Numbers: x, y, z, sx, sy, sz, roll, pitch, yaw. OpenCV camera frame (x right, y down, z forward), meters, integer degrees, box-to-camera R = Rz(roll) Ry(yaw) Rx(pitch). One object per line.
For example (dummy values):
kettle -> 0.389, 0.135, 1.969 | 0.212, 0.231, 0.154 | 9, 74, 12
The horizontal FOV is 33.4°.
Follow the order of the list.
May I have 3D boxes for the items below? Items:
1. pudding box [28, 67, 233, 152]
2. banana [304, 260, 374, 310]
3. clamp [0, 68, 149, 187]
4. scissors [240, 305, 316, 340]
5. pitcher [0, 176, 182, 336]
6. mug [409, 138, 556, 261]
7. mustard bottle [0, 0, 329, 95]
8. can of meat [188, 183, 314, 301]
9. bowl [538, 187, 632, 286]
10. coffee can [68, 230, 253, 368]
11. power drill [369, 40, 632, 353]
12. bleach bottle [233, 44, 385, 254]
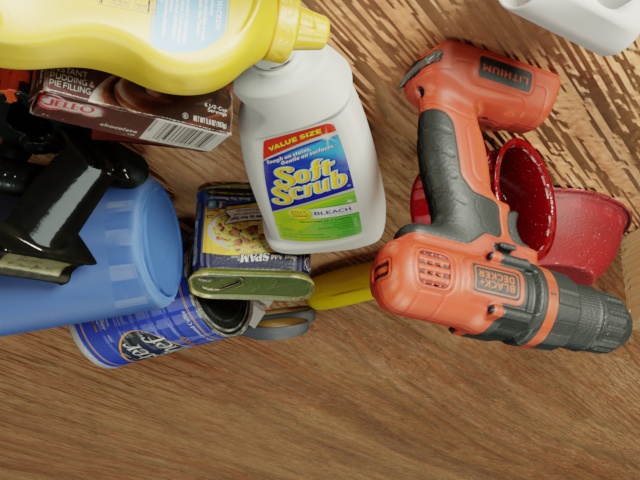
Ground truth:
pudding box -> -0.106, -0.106, 0.619 | 0.113, 0.090, 0.039 | 12, 157, -27
banana -> 0.047, 0.038, 1.040 | 0.198, 0.037, 0.069 | -16, -178, 41
clamp -> -0.204, -0.078, 0.761 | 0.120, 0.039, 0.171 | -7, 156, 9
scissors -> -0.097, 0.093, 1.078 | 0.201, 0.016, 0.096 | -10, -170, -14
pitcher -> -0.240, 0.016, 0.888 | 0.243, 0.149, 0.145 | -7, 127, 10
mug -> 0.116, -0.033, 0.806 | 0.082, 0.093, 0.117 | -11, 124, 38
mustard bottle -> -0.088, -0.126, 0.561 | 0.191, 0.096, 0.058 | 7, 156, -16
can of meat -> -0.056, 0.001, 0.884 | 0.102, 0.084, 0.057 | 2, 158, -2
bowl -> 0.193, 0.011, 0.937 | 0.162, 0.055, 0.162 | 1, 158, 0
coffee can -> -0.147, 0.054, 0.978 | 0.140, 0.103, 0.102 | -17, 152, 27
power drill -> 0.119, -0.024, 0.682 | 0.184, 0.187, 0.057 | 14, 153, -25
bleach bottle -> -0.017, -0.071, 0.741 | 0.102, 0.068, 0.250 | -4, 155, 10
